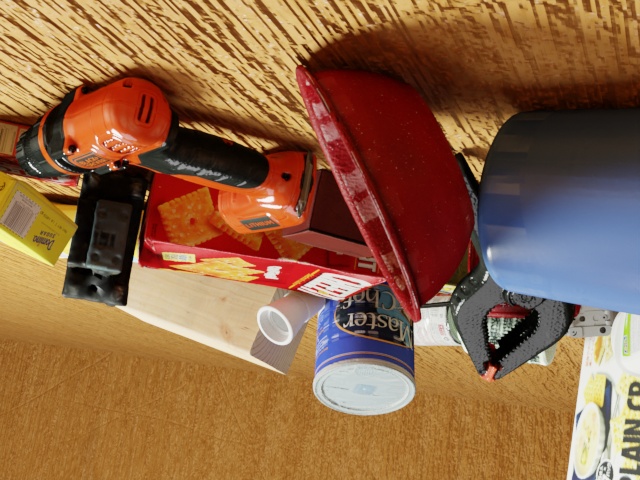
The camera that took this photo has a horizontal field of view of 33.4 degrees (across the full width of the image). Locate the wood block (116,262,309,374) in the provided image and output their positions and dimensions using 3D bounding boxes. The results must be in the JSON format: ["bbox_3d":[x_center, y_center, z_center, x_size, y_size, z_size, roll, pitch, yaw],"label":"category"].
[{"bbox_3d":[-0.124,0.066,1.180,0.206,0.090,0.090,16,167,30],"label":"wood block"}]

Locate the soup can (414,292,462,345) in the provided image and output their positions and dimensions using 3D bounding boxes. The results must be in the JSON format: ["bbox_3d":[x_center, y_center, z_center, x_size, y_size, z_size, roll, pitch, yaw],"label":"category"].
[{"bbox_3d":[0.138,0.093,1.288,0.068,0.068,0.102,18,165,-39],"label":"soup can"}]

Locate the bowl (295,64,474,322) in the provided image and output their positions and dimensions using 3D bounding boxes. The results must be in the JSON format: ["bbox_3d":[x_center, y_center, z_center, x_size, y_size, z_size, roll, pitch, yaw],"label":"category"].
[{"bbox_3d":[0.043,-0.037,0.609,0.055,0.162,0.162,-25,168,-2],"label":"bowl"}]

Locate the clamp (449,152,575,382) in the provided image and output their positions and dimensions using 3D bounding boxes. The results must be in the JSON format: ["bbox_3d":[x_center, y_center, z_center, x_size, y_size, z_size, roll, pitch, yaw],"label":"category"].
[{"bbox_3d":[0.143,0.024,0.791,0.164,0.036,0.210,16,131,-8],"label":"clamp"}]

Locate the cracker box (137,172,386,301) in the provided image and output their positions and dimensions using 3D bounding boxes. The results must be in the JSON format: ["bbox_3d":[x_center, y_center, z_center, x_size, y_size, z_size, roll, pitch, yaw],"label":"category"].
[{"bbox_3d":[-0.056,0.001,0.975,0.213,0.072,0.164,10,169,-11],"label":"cracker box"}]

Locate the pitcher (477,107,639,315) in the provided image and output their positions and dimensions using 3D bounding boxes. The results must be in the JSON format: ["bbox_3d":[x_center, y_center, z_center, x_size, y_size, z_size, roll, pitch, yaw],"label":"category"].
[{"bbox_3d":[0.218,-0.006,0.582,0.243,0.149,0.144,6,-167,31],"label":"pitcher"}]

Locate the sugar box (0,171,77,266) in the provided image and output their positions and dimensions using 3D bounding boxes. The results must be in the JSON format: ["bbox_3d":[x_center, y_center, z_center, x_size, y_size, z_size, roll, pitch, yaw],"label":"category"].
[{"bbox_3d":[-0.291,-0.042,0.860,0.176,0.048,0.093,21,165,25],"label":"sugar box"}]

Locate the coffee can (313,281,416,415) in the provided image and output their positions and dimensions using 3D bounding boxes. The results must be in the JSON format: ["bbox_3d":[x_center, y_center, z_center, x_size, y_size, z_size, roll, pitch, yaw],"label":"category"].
[{"bbox_3d":[0.047,0.094,1.101,0.103,0.140,0.103,2,142,1],"label":"coffee can"}]

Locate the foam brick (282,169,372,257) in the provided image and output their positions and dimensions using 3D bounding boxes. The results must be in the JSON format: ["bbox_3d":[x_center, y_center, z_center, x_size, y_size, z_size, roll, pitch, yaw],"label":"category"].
[{"bbox_3d":[0.016,-0.020,0.865,0.078,0.051,0.053,15,168,-27],"label":"foam brick"}]

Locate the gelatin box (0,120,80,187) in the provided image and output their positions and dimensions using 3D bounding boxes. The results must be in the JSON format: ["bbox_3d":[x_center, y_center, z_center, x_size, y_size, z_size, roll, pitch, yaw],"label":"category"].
[{"bbox_3d":[-0.239,-0.070,0.869,0.089,0.030,0.073,12,169,-10],"label":"gelatin box"}]

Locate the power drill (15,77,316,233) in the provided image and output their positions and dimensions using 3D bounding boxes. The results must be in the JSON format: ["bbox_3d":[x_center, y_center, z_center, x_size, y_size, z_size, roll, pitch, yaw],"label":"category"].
[{"bbox_3d":[-0.112,-0.055,0.778,0.187,0.057,0.185,17,166,-34],"label":"power drill"}]
